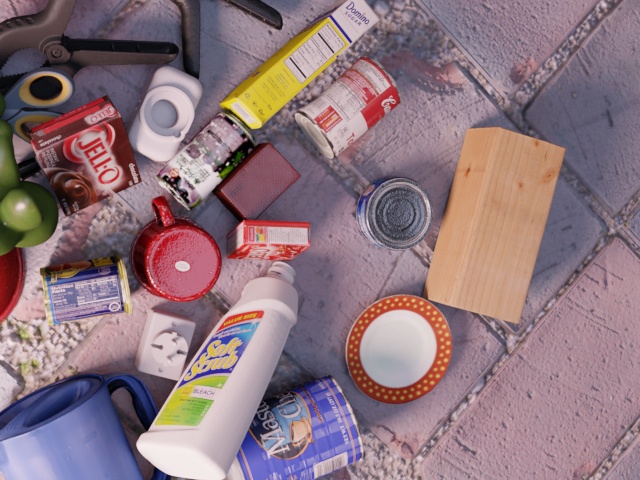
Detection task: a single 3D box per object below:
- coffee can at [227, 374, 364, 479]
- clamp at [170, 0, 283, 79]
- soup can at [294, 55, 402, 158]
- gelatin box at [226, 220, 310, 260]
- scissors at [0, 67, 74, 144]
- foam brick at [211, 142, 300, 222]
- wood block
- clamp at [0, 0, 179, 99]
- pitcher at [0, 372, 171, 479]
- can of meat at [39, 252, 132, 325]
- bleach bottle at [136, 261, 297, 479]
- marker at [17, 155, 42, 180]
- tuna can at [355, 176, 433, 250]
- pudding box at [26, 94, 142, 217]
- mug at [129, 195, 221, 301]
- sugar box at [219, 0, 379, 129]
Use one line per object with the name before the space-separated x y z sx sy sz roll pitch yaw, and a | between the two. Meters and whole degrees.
coffee can | -0.037 0.219 1.168 0.140 0.103 0.103 -20 99 -14
clamp | -0.134 -0.261 1.138 0.120 0.039 0.171 -42 98 -14
soup can | 0.030 -0.147 1.179 0.102 0.069 0.068 -41 104 -10
gelatin box | -0.058 0.001 1.152 0.073 0.089 0.030 2 78 -17
scissors | -0.334 -0.141 1.070 0.201 0.016 0.096 12 117 -14
foam brick | -0.071 -0.063 1.164 0.078 0.051 0.053 -44 104 -10
wood block | 0.197 -0.019 1.227 0.090 0.091 0.206 15 90 -17
clamp | -0.258 -0.195 1.082 0.210 0.036 0.164 -34 132 11
pitcher | -0.231 0.264 1.107 0.149 0.145 0.243 -19 104 13
can of meat | -0.242 0.050 1.096 0.083 0.102 0.057 -10 97 -14
bleach bottle | -0.094 0.128 1.132 0.068 0.103 0.250 52 50 -35
marker | -0.267 -0.096 1.120 0.121 0.020 0.020 -29 102 -13
tuna can | 0.086 -0.031 1.222 0.086 0.034 0.086 -1 94 -17
pudding box | -0.238 -0.085 1.086 0.090 0.113 0.039 -26 60 -12
mug | -0.154 0.009 1.129 0.093 0.082 0.117 -15 98 -15
sugar box | -0.024 -0.192 1.147 0.176 0.093 0.048 -46 105 -10
